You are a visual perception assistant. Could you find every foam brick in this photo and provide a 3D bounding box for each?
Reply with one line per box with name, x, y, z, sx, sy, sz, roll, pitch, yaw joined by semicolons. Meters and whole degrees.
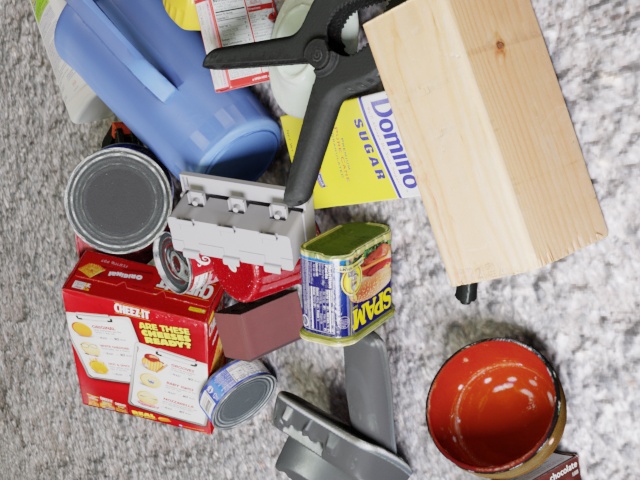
foam brick;-0.062;0.087;1.112;0.053;0.078;0.051;1;108;52

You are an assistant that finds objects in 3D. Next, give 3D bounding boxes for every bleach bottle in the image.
bleach bottle;-0.302;-0.271;1.268;0.103;0.067;0.251;-34;77;53

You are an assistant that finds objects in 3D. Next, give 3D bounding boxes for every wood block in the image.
wood block;0.121;-0.081;0.783;0.090;0.090;0.206;-17;92;53

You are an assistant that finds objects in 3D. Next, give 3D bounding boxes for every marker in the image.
marker;0.125;-0.001;0.877;0.020;0.020;0.121;30;128;42

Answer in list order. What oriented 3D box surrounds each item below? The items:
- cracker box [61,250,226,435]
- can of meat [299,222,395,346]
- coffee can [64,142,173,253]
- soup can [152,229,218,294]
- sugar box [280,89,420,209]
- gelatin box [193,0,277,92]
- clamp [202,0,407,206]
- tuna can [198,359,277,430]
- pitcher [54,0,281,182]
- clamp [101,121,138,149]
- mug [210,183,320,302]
cracker box;-0.192;0.118;1.205;0.164;0.072;0.214;12;137;8
can of meat;0.024;0.036;0.956;0.058;0.101;0.084;10;112;32
coffee can;-0.201;-0.046;1.083;0.140;0.102;0.103;-136;32;-80
soup can;-0.115;0.009;1.121;0.069;0.102;0.068;27;126;43
sugar box;0.041;-0.080;0.926;0.177;0.048;0.093;-5;102;54
gelatin box;-0.073;-0.190;0.998;0.030;0.073;0.089;-2;104;52
clamp;0.007;-0.139;0.879;0.210;0.036;0.164;-33;74;27
tuna can;-0.092;0.169;1.182;0.034;0.085;0.086;48;139;30
pitcher;-0.154;-0.157;1.065;0.243;0.149;0.145;48;139;22
clamp;-0.243;-0.062;1.307;0.120;0.039;0.172;48;139;32
mug;-0.057;0.001;1.060;0.093;0.081;0.117;19;121;47
